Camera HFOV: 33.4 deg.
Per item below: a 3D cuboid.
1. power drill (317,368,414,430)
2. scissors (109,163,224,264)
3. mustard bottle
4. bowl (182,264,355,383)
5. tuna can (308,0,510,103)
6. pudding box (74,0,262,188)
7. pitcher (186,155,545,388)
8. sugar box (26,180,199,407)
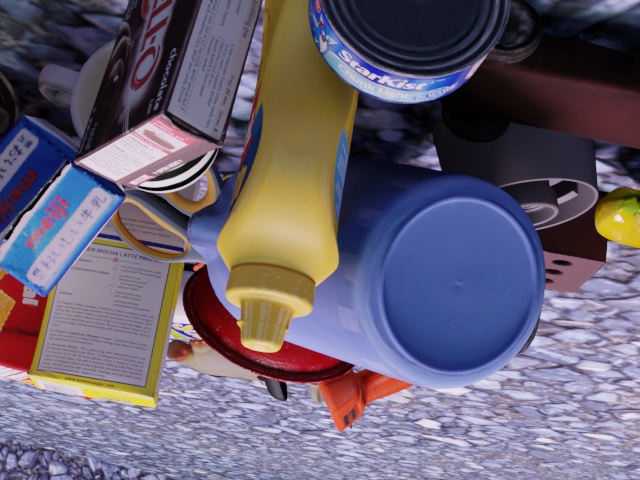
[{"bbox_3d":[0.087,0.104,0.969,0.187,0.057,0.184,-21,158,-4],"label":"power drill"},{"bbox_3d":[-0.055,0.001,0.762,0.202,0.096,0.016,24,-167,5],"label":"scissors"},{"bbox_3d":[-0.012,-0.040,0.514,0.058,0.191,0.096,11,161,-5],"label":"mustard bottle"},{"bbox_3d":[-0.031,0.045,0.893,0.162,0.162,0.055,14,121,-13],"label":"bowl"},{"bbox_3d":[0.038,-0.105,0.471,0.086,0.086,0.034,11,162,-6],"label":"tuna can"},{"bbox_3d":[-0.071,-0.089,0.523,0.039,0.113,0.090,24,155,-30],"label":"pudding box"},{"bbox_3d":[0.035,0.013,0.636,0.145,0.149,0.243,58,165,-16],"label":"pitcher"},{"bbox_3d":[-0.151,0.029,0.797,0.093,0.176,0.048,10,159,-2],"label":"sugar box"}]
